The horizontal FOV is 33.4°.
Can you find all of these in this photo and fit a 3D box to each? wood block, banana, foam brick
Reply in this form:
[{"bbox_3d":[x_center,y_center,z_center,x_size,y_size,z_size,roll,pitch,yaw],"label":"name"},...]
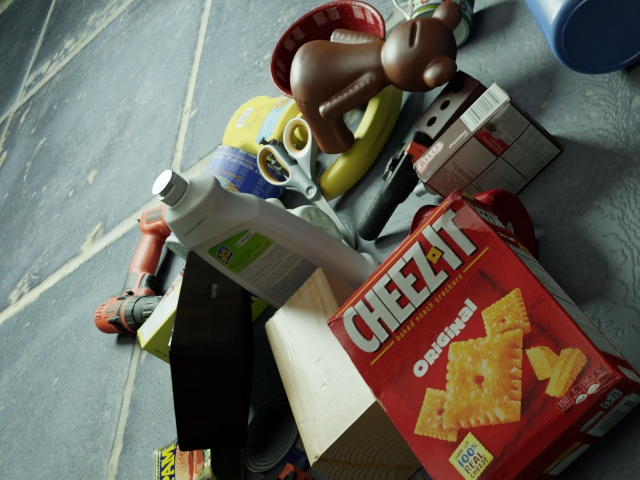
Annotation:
[{"bbox_3d":[0.026,0.129,0.990,0.090,0.090,0.206,-47,31,15],"label":"wood block"},{"bbox_3d":[0.051,-0.127,1.256,0.070,0.037,0.198,13,76,50],"label":"banana"},{"bbox_3d":[0.146,-0.128,1.114,0.078,0.051,0.053,-51,30,7],"label":"foam brick"}]

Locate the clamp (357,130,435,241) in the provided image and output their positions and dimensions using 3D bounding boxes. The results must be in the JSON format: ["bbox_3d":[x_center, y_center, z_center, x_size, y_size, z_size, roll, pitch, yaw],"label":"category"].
[{"bbox_3d":[0.079,-0.058,1.102,0.171,0.039,0.120,117,174,-84],"label":"clamp"}]

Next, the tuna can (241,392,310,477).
[{"bbox_3d":[-0.038,0.198,1.069,0.086,0.033,0.086,-35,35,30],"label":"tuna can"}]

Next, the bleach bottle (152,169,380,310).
[{"bbox_3d":[-0.057,0.001,1.074,0.103,0.250,0.068,-43,32,20],"label":"bleach bottle"}]

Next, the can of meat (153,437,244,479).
[{"bbox_3d":[-0.127,0.245,1.128,0.084,0.057,0.102,-38,35,22],"label":"can of meat"}]

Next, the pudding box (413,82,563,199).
[{"bbox_3d":[0.159,-0.078,1.010,0.114,0.090,0.039,-44,34,16],"label":"pudding box"}]

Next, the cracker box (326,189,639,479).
[{"bbox_3d":[0.123,0.090,0.842,0.164,0.072,0.214,-47,54,15],"label":"cracker box"}]

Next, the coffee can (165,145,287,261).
[{"bbox_3d":[-0.117,-0.034,1.341,0.103,0.102,0.140,4,63,56],"label":"coffee can"}]

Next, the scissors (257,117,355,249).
[{"bbox_3d":[-0.002,-0.075,1.237,0.202,0.016,0.096,35,101,40],"label":"scissors"}]

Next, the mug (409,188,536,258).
[{"bbox_3d":[0.146,-0.002,0.969,0.082,0.093,0.117,-18,9,39],"label":"mug"}]

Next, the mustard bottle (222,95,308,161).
[{"bbox_3d":[-0.053,-0.149,1.408,0.192,0.058,0.096,6,60,57],"label":"mustard bottle"}]

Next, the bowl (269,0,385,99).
[{"bbox_3d":[0.018,-0.229,1.362,0.162,0.055,0.162,-15,54,21],"label":"bowl"}]

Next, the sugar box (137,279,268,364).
[{"bbox_3d":[-0.123,0.075,1.252,0.176,0.093,0.048,-48,31,13],"label":"sugar box"}]

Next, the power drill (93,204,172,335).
[{"bbox_3d":[-0.231,0.042,1.472,0.185,0.057,0.187,-10,52,51],"label":"power drill"}]
